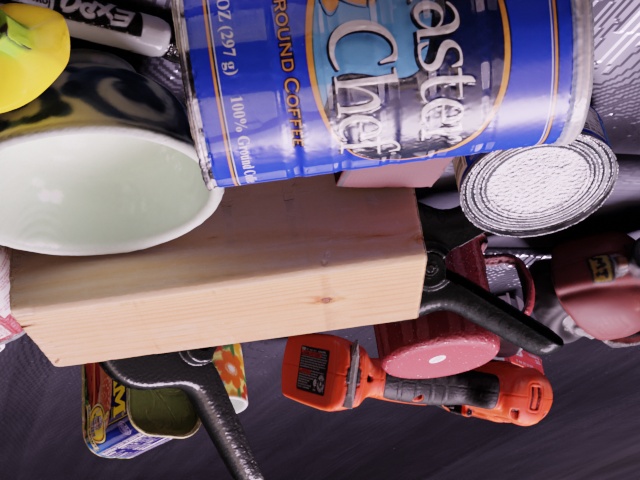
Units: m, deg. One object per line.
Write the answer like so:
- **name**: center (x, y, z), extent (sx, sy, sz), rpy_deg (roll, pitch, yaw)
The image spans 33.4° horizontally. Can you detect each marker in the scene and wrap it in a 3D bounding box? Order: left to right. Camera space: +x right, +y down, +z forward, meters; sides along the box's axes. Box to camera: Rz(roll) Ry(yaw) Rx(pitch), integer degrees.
- **marker**: center (-0.094, -0.091, 0.443), extent (0.120, 0.020, 0.020), rpy_deg (9, 151, -34)

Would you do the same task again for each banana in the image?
- **banana**: center (-0.160, -0.069, 0.417), extent (0.198, 0.037, 0.069), rpy_deg (-4, 167, 36)

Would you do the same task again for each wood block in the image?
- **wood block**: center (-0.054, 0.001, 0.578), extent (0.206, 0.090, 0.091), rpy_deg (-7, 155, -1)

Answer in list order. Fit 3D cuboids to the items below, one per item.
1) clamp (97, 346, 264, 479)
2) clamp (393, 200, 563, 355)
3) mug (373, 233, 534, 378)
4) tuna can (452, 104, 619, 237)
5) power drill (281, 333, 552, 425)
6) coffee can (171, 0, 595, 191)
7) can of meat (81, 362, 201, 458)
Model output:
- **clamp**: center (-0.082, 0.071, 0.694), extent (0.209, 0.164, 0.036), rpy_deg (20, 180, -35)
- **clamp**: center (0.073, 0.021, 0.656), extent (0.171, 0.120, 0.039), rpy_deg (-8, -172, 9)
- **mug**: center (0.087, 0.042, 0.724), extent (0.117, 0.081, 0.093), rpy_deg (-9, 156, 3)
- **tuna can**: center (0.116, -0.041, 0.581), extent (0.086, 0.034, 0.086), rpy_deg (-4, 142, -3)
- **power drill**: center (0.067, 0.111, 0.873), extent (0.187, 0.057, 0.185), rpy_deg (8, 174, -24)
- **coffee can**: center (0.020, -0.078, 0.405), extent (0.140, 0.103, 0.103), rpy_deg (-8, 156, -1)
- **can of meat**: center (-0.130, 0.099, 0.762), extent (0.057, 0.102, 0.084), rpy_deg (11, 152, -34)
